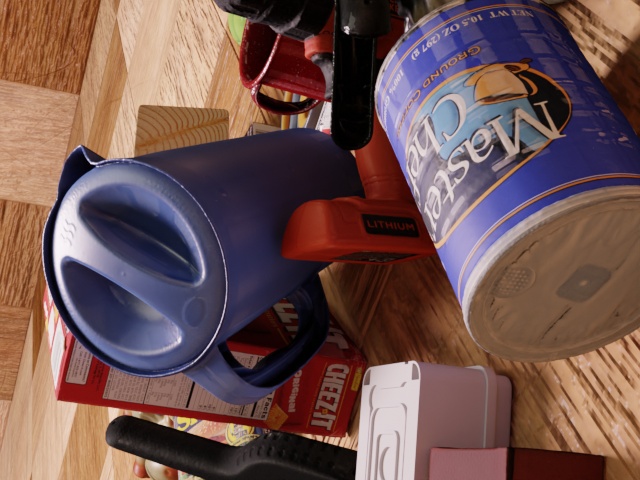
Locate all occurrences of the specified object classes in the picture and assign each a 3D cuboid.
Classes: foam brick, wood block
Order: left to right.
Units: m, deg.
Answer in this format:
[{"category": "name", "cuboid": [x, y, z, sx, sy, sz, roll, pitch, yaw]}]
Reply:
[{"category": "wood block", "cuboid": [-0.146, -0.047, 1.107, 0.206, 0.090, 0.090, 106, 164, -63]}, {"category": "foam brick", "cuboid": [0.091, 0.127, 0.512, 0.078, 0.051, 0.053, 155, 122, -67]}]

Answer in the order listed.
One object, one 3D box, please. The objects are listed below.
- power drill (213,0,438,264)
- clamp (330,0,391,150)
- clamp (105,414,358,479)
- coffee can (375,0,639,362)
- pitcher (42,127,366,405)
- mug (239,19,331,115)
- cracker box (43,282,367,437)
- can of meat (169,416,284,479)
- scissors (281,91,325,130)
[{"category": "power drill", "cuboid": [0.011, -0.082, 0.660, 0.057, 0.184, 0.187, -14, 75, 52]}, {"category": "clamp", "cuboid": [0.022, -0.148, 0.586, 0.120, 0.039, 0.171, 117, 154, -71]}, {"category": "clamp", "cuboid": [-0.044, 0.163, 0.737, 0.210, 0.164, 0.036, -21, 36, 45]}, {"category": "coffee can", "cuboid": [0.092, -0.031, 0.484, 0.140, 0.102, 0.103, -108, 33, -41]}, {"category": "pitcher", "cuboid": [-0.055, 0.001, 0.721, 0.242, 0.145, 0.149, -27, -56, -60]}, {"category": "mug", "cuboid": [-0.009, -0.135, 0.764, 0.093, 0.081, 0.117, -100, 31, -45]}, {"category": "cracker box", "cuboid": [-0.092, 0.067, 0.800, 0.164, 0.213, 0.072, -129, 53, -64]}, {"category": "can of meat", "cuboid": [-0.077, 0.167, 0.903, 0.102, 0.057, 0.084, -33, 45, 22]}, {"category": "scissors", "cuboid": [-0.017, -0.066, 0.945, 0.096, 0.016, 0.202, 138, 136, -59]}]
